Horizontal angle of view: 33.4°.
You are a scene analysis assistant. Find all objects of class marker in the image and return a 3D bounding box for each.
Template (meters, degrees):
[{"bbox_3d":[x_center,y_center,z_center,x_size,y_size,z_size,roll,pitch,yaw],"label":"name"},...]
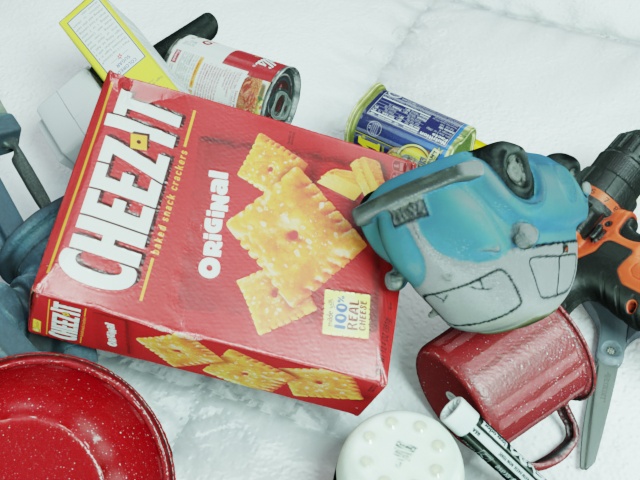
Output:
[{"bbox_3d":[0.120,0.140,0.645,0.121,0.020,0.020,43,52,-10],"label":"marker"}]

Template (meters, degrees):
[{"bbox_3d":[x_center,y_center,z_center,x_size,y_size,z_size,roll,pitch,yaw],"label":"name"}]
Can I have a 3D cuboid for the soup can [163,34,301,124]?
[{"bbox_3d":[-0.076,-0.128,0.898,0.102,0.068,0.068,21,50,18],"label":"soup can"}]

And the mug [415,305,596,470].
[{"bbox_3d":[0.122,0.095,0.692,0.081,0.093,0.117,-30,91,-20],"label":"mug"}]

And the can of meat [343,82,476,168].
[{"bbox_3d":[0.066,-0.058,0.814,0.084,0.102,0.057,26,51,19],"label":"can of meat"}]

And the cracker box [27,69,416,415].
[{"bbox_3d":[-0.054,0.001,0.670,0.213,0.072,0.164,16,60,-8],"label":"cracker box"}]

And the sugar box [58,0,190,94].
[{"bbox_3d":[-0.122,-0.103,0.824,0.048,0.093,0.176,-38,75,3],"label":"sugar box"}]

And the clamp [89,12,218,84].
[{"bbox_3d":[-0.174,-0.153,0.943,0.120,0.039,0.171,8,47,21],"label":"clamp"}]

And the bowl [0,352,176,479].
[{"bbox_3d":[-0.163,0.144,0.600,0.162,0.055,0.162,1,84,-5],"label":"bowl"}]
